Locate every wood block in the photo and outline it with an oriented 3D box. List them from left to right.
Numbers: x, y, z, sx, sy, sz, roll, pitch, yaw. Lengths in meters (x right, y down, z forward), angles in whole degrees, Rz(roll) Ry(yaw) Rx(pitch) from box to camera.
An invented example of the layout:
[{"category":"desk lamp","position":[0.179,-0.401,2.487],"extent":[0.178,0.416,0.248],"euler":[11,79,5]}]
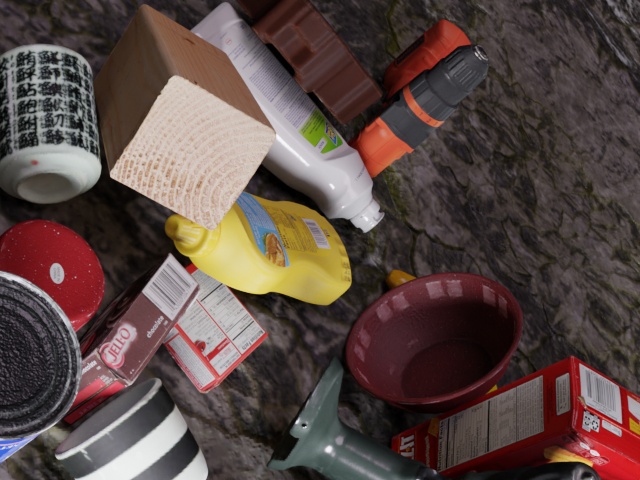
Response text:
[{"category":"wood block","position":[-0.113,-0.103,0.836],"extent":[0.090,0.090,0.206],"euler":[29,15,-25]}]

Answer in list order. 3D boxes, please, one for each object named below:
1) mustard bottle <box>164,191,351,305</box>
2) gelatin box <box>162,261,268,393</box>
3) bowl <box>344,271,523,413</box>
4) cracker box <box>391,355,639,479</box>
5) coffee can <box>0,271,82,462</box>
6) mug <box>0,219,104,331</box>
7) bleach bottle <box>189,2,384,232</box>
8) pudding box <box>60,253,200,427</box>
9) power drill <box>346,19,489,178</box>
[{"category":"mustard bottle","position":[-0.056,0.001,0.883],"extent":[0.191,0.058,0.096],"euler":[13,43,-54]},{"category":"gelatin box","position":[-0.095,0.066,0.855],"extent":[0.089,0.030,0.073],"euler":[51,40,-2]},{"category":"bowl","position":[0.106,0.101,0.955],"extent":[0.162,0.162,0.055],"euler":[-68,145,-45]},{"category":"cracker box","position":[0.186,0.192,0.893],"extent":[0.164,0.214,0.072],"euler":[30,48,-25]},{"category":"coffee can","position":[-0.220,0.092,0.635],"extent":[0.102,0.141,0.103],"euler":[23,49,-30]},{"category":"mug","position":[-0.209,0.040,0.726],"extent":[0.117,0.082,0.093],"euler":[-18,76,-48]},{"category":"bleach bottle","position":[-0.035,-0.102,1.003],"extent":[0.250,0.068,0.102],"euler":[47,37,-11]},{"category":"pudding box","position":[-0.144,0.071,0.761],"extent":[0.039,0.090,0.113],"euler":[47,41,-11]},{"category":"power drill","position":[0.108,-0.161,1.100],"extent":[0.057,0.185,0.187],"euler":[44,32,-11]}]
